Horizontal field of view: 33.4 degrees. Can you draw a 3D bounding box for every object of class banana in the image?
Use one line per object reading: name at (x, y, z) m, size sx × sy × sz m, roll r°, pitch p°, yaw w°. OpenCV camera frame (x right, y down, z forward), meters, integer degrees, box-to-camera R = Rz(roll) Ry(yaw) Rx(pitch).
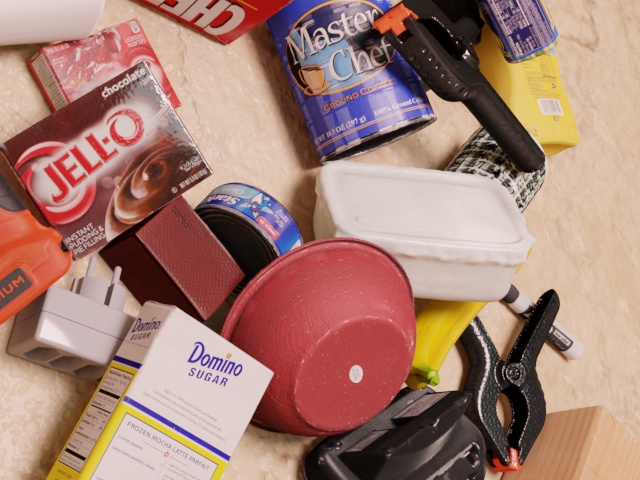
banana at (0.111, 0.063, 0.869) m, size 0.197 × 0.070 × 0.037 m, roll -49°, pitch 117°, yaw -42°

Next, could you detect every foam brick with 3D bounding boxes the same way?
foam brick at (-0.103, 0.017, 0.746) m, size 0.078 × 0.051 × 0.052 m, roll 53°, pitch 49°, yaw -12°

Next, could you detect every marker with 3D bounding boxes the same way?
marker at (0.200, 0.071, 0.993) m, size 0.121 × 0.020 × 0.020 m, roll 39°, pitch 54°, yaw -22°

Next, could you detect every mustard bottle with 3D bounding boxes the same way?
mustard bottle at (0.193, -0.179, 1.049) m, size 0.096 × 0.058 × 0.191 m, roll -4°, pitch 77°, yaw -37°

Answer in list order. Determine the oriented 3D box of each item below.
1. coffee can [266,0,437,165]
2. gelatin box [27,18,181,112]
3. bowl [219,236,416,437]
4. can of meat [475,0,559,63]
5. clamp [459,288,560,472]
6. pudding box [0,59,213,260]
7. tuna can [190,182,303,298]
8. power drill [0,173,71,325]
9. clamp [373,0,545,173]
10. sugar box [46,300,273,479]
coffee can at (0.023, -0.145, 0.870) m, size 0.102 × 0.103 × 0.140 m, roll -19°, pitch 88°, yaw -41°
gelatin box at (-0.153, -0.112, 0.765) m, size 0.089 × 0.030 × 0.073 m, roll -29°, pitch 94°, yaw -41°
bowl at (0.010, 0.081, 0.753) m, size 0.161 × 0.055 × 0.162 m, roll -13°, pitch 120°, yaw -24°
can of meat at (0.170, -0.216, 0.954) m, size 0.084 × 0.057 × 0.102 m, roll 56°, pitch 20°, yaw -28°
clamp at (0.150, 0.110, 0.926) m, size 0.120 × 0.039 × 0.171 m, roll 14°, pitch 67°, yaw -13°
pudding box at (-0.143, -0.054, 0.713) m, size 0.113 × 0.039 × 0.090 m, roll -34°, pitch 105°, yaw -14°
tuna can at (-0.055, 0.001, 0.768) m, size 0.086 × 0.086 × 0.033 m, roll 51°, pitch 49°, yaw -13°
power drill at (-0.250, -0.021, 0.617) m, size 0.184 × 0.057 × 0.187 m, roll -38°, pitch 108°, yaw -15°
clamp at (0.108, -0.154, 0.875) m, size 0.209 × 0.036 × 0.164 m, roll 25°, pitch 41°, yaw -49°
sugar box at (-0.109, 0.136, 0.663) m, size 0.093 × 0.048 × 0.176 m, roll 39°, pitch 68°, yaw -34°
